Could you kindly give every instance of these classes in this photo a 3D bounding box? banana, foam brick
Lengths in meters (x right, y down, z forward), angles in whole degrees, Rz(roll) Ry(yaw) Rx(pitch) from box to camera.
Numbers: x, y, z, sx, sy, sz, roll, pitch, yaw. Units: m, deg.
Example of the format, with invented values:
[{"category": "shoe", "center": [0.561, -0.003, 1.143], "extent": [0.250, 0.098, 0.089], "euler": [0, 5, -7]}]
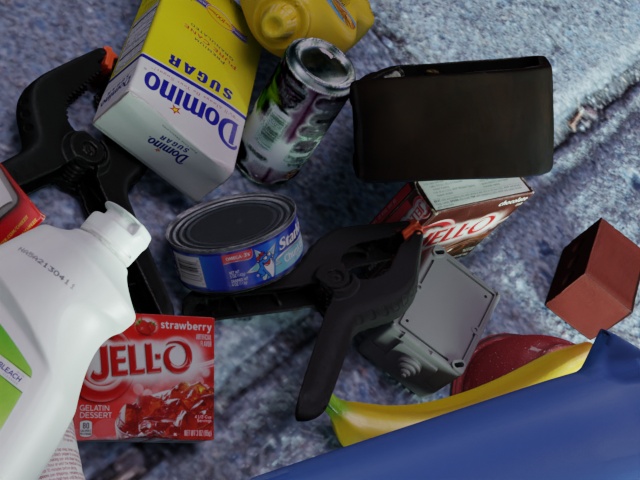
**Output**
[{"category": "banana", "center": [0.091, 0.111, 0.700], "extent": [0.197, 0.070, 0.037], "euler": [-9, 48, -15]}, {"category": "foam brick", "center": [0.227, 0.032, 0.878], "extent": [0.051, 0.053, 0.078], "euler": [37, 44, -6]}]

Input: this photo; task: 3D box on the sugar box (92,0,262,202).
[{"category": "sugar box", "center": [-0.093, -0.119, 0.751], "extent": [0.093, 0.048, 0.176], "euler": [38, 35, -27]}]

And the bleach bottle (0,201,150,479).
[{"category": "bleach bottle", "center": [-0.162, 0.088, 0.488], "extent": [0.102, 0.068, 0.250], "euler": [35, 71, 9]}]

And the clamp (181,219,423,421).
[{"category": "clamp", "center": [0.011, 0.044, 0.688], "extent": [0.171, 0.039, 0.120], "euler": [-27, 59, -23]}]

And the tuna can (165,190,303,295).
[{"category": "tuna can", "center": [-0.055, 0.001, 0.689], "extent": [0.086, 0.086, 0.034], "euler": [-39, 126, -45]}]

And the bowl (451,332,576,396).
[{"category": "bowl", "center": [0.176, 0.128, 0.772], "extent": [0.162, 0.055, 0.162], "euler": [17, 50, -22]}]

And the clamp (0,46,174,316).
[{"category": "clamp", "center": [-0.164, -0.049, 0.678], "extent": [0.164, 0.036, 0.210], "euler": [22, 48, -32]}]

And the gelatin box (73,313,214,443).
[{"category": "gelatin box", "center": [-0.106, 0.080, 0.618], "extent": [0.089, 0.030, 0.073], "euler": [7, 75, -31]}]

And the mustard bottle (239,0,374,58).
[{"category": "mustard bottle", "center": [-0.014, -0.177, 0.815], "extent": [0.096, 0.058, 0.191], "euler": [43, 21, -5]}]

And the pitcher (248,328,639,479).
[{"category": "pitcher", "center": [0.087, 0.163, 0.581], "extent": [0.242, 0.145, 0.149], "euler": [-14, 49, -4]}]

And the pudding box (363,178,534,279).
[{"category": "pudding box", "center": [0.090, -0.016, 0.794], "extent": [0.113, 0.090, 0.039], "euler": [-15, 68, -41]}]
